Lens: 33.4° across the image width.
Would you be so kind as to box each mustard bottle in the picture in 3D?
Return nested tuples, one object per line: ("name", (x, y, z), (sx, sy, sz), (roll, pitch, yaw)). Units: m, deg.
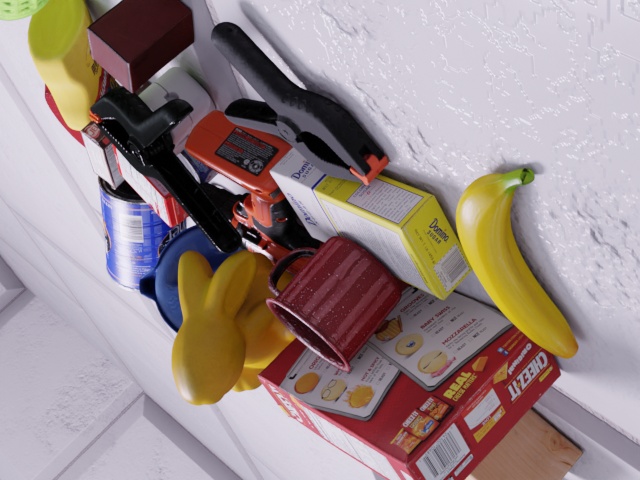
("mustard bottle", (-0.255, -0.173, 1.141), (0.058, 0.096, 0.191), (0, 152, 5))

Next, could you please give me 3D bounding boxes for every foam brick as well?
("foam brick", (-0.155, -0.179, 0.927), (0.051, 0.078, 0.053), (42, 160, 11))

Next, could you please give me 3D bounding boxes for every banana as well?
("banana", (0.138, 0.017, 0.772), (0.070, 0.037, 0.197), (30, 156, 43))

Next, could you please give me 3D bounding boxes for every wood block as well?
("wood block", (0.138, 0.180, 1.040), (0.206, 0.090, 0.090), (39, 162, 17))

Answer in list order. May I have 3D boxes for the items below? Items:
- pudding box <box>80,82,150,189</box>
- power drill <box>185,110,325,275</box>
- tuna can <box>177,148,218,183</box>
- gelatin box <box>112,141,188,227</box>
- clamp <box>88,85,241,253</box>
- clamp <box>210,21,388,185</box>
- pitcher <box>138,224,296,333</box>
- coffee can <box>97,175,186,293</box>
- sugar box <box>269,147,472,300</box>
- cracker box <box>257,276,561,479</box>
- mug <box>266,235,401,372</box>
("pudding box", (-0.213, -0.116, 1.171), (0.039, 0.090, 0.113), (41, 162, 12))
("power drill", (-0.073, -0.046, 1.048), (0.185, 0.057, 0.187), (26, 158, 21))
("tuna can", (-0.147, -0.096, 1.160), (0.086, 0.033, 0.086), (40, 161, 16))
("gelatin box", (-0.170, -0.064, 1.083), (0.089, 0.030, 0.073), (45, 162, 15))
("clamp", (-0.150, -0.079, 0.984), (0.210, 0.036, 0.164), (29, 147, 48))
("clamp", (-0.022, -0.106, 0.856), (0.172, 0.039, 0.120), (29, 161, 26))
("pitcher", (-0.103, 0.064, 1.247), (0.149, 0.145, 0.243), (43, 174, 6))
("coffee can", (-0.211, -0.021, 1.283), (0.103, 0.102, 0.140), (34, 138, 31))
("sugar box", (0.040, -0.019, 0.897), (0.176, 0.048, 0.093), (30, 159, 47))
("cracker box", (0.073, 0.118, 0.930), (0.214, 0.164, 0.072), (21, 149, 51))
("mug", (0.006, 0.046, 0.911), (0.117, 0.081, 0.093), (32, 164, 35))
